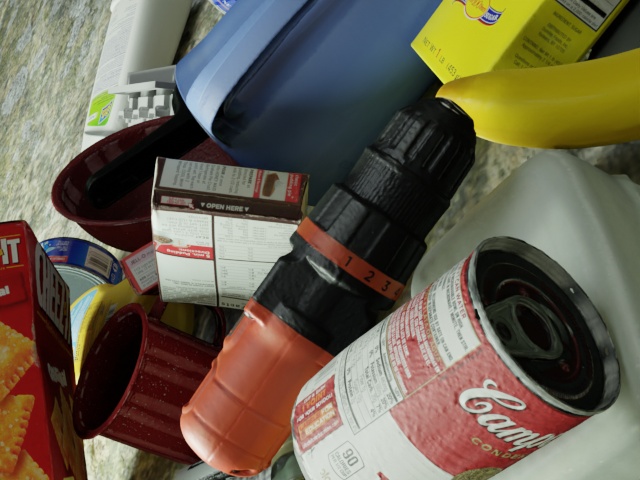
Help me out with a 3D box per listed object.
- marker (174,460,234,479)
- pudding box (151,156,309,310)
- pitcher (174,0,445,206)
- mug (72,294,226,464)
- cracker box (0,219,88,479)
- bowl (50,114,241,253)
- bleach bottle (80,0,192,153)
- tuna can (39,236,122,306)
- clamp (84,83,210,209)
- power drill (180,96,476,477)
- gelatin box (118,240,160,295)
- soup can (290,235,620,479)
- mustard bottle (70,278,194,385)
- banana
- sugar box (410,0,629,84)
[{"bbox_3d":[-0.050,0.133,0.650,0.121,0.020,0.020,-32,41,43],"label":"marker"},{"bbox_3d":[-0.054,0.001,0.646,0.113,0.090,0.039,96,180,-58],"label":"pudding box"},{"bbox_3d":[0.029,-0.144,0.630,0.243,0.144,0.149,-47,30,23],"label":"pitcher"},{"bbox_3d":[-0.101,0.088,0.706,0.093,0.081,0.117,5,71,60],"label":"mug"},{"bbox_3d":[-0.204,0.114,0.730,0.164,0.072,0.214,102,159,-71],"label":"cracker box"},{"bbox_3d":[-0.122,-0.037,0.826,0.162,0.055,0.162,-10,33,6],"label":"bowl"},{"bbox_3d":[-0.200,-0.143,1.085,0.103,0.068,0.250,-18,54,53],"label":"bleach bottle"},{"bbox_3d":[-0.219,0.034,0.941,0.086,0.086,0.033,-35,37,41],"label":"tuna can"},{"bbox_3d":[-0.085,-0.093,0.808,0.164,0.036,0.210,-8,37,9],"label":"clamp"},{"bbox_3d":[0.009,0.016,0.521,0.184,0.057,0.187,-53,-4,4],"label":"power drill"},{"bbox_3d":[-0.088,0.006,0.739,0.089,0.030,0.073,-32,-5,1],"label":"gelatin box"},{"bbox_3d":[0.045,0.054,0.380,0.102,0.068,0.068,-42,35,35],"label":"soup can"},{"bbox_3d":[-0.171,0.081,0.852,0.192,0.058,0.096,-16,59,53],"label":"mustard bottle"},{"bbox_3d":[0.144,-0.078,0.449,0.198,0.037,0.069,-27,58,22],"label":"banana"},{"bbox_3d":[0.123,-0.145,0.526,0.176,0.048,0.093,-56,26,17],"label":"sugar box"}]
